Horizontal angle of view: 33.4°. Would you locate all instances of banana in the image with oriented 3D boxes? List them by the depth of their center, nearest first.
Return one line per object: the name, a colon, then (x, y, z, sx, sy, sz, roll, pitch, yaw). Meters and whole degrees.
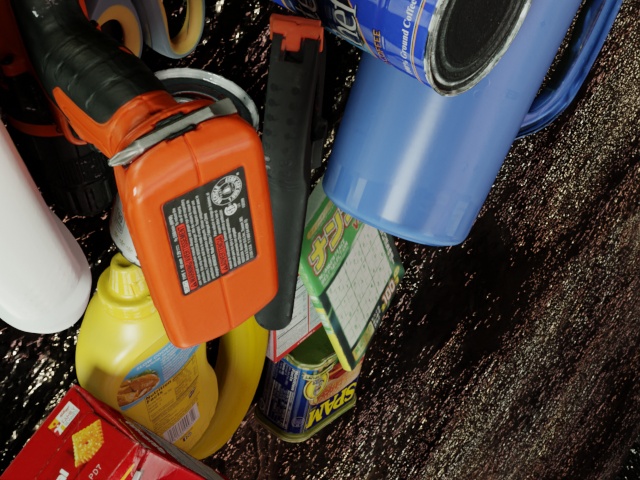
banana: (-0.074, 0.103, 0.827, 0.069, 0.037, 0.198, -16, 134, -54)

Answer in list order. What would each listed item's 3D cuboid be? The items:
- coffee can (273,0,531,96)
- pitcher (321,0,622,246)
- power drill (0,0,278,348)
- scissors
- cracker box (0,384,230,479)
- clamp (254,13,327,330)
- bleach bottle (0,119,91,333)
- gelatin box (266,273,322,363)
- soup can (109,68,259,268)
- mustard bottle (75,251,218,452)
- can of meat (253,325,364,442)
coffee can: (0.037, -0.157, 0.600, 0.102, 0.140, 0.103, -40, 149, -30)
pitcher: (0.099, -0.122, 0.716, 0.243, 0.149, 0.144, -69, 166, 14)
power drill: (-0.092, -0.040, 0.469, 0.057, 0.188, 0.184, -31, 143, -20)
scissors: (-0.108, -0.143, 0.514, 0.096, 0.016, 0.201, -50, 153, -12)
cracker box: (-0.133, 0.207, 0.679, 0.164, 0.072, 0.213, -53, 148, -10)
clamp: (-0.017, -0.049, 0.638, 0.210, 0.036, 0.164, 92, 6, -65)
bleach bottle: (-0.163, -0.024, 0.487, 0.068, 0.103, 0.251, -38, 157, -13)
gelatin box: (-0.022, 0.044, 0.854, 0.073, 0.030, 0.089, -38, 146, -32)
soup can: (-0.080, -0.037, 0.606, 0.068, 0.068, 0.102, -30, 154, -41)
mustard bottle: (-0.115, 0.075, 0.702, 0.096, 0.058, 0.192, -41, 150, -30)
can of meat: (-0.005, 0.114, 0.933, 0.101, 0.057, 0.084, -27, 139, -46)
